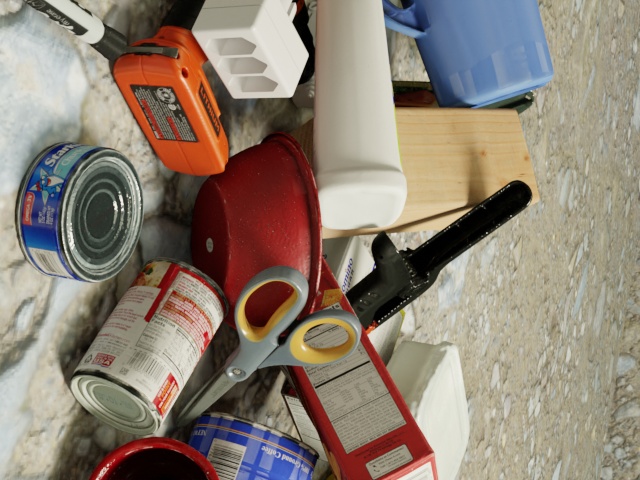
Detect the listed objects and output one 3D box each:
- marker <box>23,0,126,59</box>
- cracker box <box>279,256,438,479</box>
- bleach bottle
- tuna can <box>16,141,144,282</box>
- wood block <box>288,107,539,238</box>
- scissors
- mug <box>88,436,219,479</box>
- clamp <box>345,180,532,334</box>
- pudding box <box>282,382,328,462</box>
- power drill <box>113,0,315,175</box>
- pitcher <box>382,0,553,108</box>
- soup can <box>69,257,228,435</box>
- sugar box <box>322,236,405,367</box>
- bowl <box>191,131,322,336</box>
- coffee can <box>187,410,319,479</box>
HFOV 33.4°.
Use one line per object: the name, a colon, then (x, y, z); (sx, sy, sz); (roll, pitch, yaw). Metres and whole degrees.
marker: (-0.152, -0.136, 0.630); (0.121, 0.020, 0.020); (32, 69, -63)
cracker box: (0.021, 0.134, 0.861); (0.072, 0.214, 0.164); (-25, 144, -7)
bleach bottle: (0.023, -0.140, 0.799); (0.102, 0.068, 0.251); (88, -1, -74)
tuna can: (-0.147, -0.017, 0.662); (0.086, 0.034, 0.086); (-31, 125, -59)
wood block: (0.077, -0.059, 0.925); (0.205, 0.091, 0.090); (-5, 77, -34)
scissors: (-0.038, 0.092, 0.758); (0.016, 0.096, 0.202); (-76, -172, -46)
mug: (-0.110, 0.193, 0.719); (0.081, 0.093, 0.117); (100, -6, -77)
clamp: (0.067, 0.027, 0.897); (0.164, 0.036, 0.210); (-16, 159, -40)
pudding box: (0.021, 0.173, 1.011); (0.039, 0.090, 0.113); (-58, 147, -36)
power drill: (-0.066, -0.139, 0.771); (0.187, 0.057, 0.184); (-67, 148, -34)
pitcher: (0.117, -0.240, 0.961); (0.144, 0.149, 0.243); (-24, 97, -65)
soup can: (-0.114, 0.071, 0.719); (0.102, 0.069, 0.068); (-62, 148, -35)
sugar box: (0.029, 0.069, 1.051); (0.176, 0.048, 0.093); (55, 50, -51)
bowl: (-0.055, 0.001, 0.775); (0.055, 0.162, 0.162); (-1, 101, -24)
coffee can: (-0.070, 0.215, 0.813); (0.102, 0.103, 0.140); (54, 50, -56)
